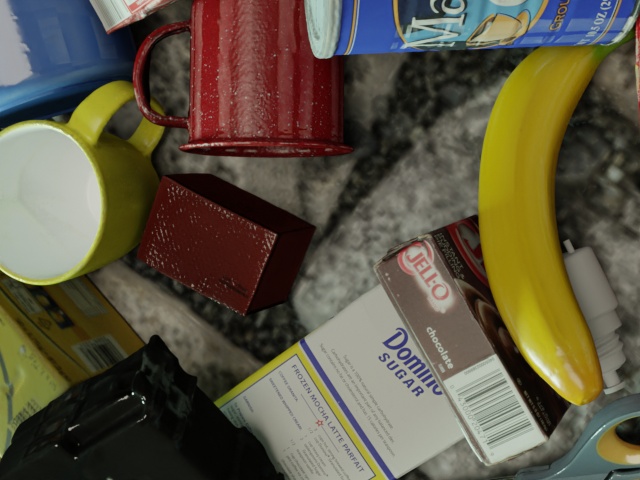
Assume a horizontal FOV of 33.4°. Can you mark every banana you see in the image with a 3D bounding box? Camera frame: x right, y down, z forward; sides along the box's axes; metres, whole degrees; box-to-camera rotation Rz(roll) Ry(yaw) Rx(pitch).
[{"bbox_3d":[0.108,-0.020,0.514,0.070,0.037,0.198,-5,68,39],"label":"banana"}]

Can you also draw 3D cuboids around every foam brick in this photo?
[{"bbox_3d":[-0.054,0.001,0.605,0.078,0.051,0.053,27,106,18],"label":"foam brick"}]

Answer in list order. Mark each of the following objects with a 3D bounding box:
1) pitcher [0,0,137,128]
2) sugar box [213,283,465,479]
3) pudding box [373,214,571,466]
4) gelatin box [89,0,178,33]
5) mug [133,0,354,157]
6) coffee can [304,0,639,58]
[{"bbox_3d":[-0.177,-0.195,0.603,0.149,0.144,0.243,-16,93,36],"label":"pitcher"},{"bbox_3d":[0.003,0.102,0.596,0.176,0.048,0.093,-35,82,18],"label":"sugar box"},{"bbox_3d":[0.081,0.046,0.534,0.039,0.089,0.113,-30,85,25],"label":"pudding box"},{"bbox_3d":[-0.071,-0.140,0.545,0.089,0.073,0.030,-6,114,60],"label":"gelatin box"},{"bbox_3d":[-0.040,-0.087,0.566,0.117,0.093,0.081,0,91,-3],"label":"mug"},{"bbox_3d":[0.065,-0.138,0.486,0.140,0.103,0.103,-3,95,-6],"label":"coffee can"}]
